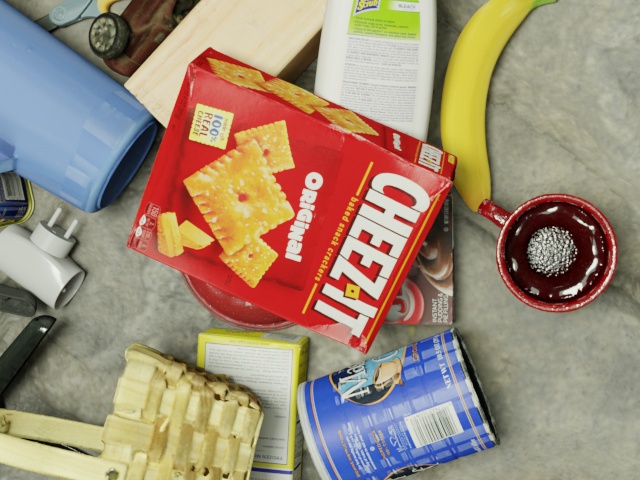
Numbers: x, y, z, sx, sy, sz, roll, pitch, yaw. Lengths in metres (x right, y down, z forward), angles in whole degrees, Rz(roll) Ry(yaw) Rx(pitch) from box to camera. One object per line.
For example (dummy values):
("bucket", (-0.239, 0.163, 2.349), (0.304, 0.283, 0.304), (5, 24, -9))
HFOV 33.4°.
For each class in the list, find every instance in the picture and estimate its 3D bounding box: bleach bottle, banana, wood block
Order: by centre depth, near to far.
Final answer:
("bleach bottle", (0.052, -0.160, 0.834), (0.102, 0.068, 0.251), (2, 119, -13))
("banana", (0.136, -0.126, 0.894), (0.070, 0.037, 0.198), (19, 95, 11))
("wood block", (-0.055, -0.172, 0.898), (0.090, 0.090, 0.206), (45, 97, 2))

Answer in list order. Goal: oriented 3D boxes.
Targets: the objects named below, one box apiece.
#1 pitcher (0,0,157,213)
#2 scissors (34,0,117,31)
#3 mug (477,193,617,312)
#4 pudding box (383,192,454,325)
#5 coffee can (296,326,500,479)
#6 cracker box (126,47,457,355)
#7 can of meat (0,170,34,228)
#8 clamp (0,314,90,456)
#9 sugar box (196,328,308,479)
("pitcher", (-0.271, -0.121, 0.910), (0.243, 0.145, 0.149), (33, 100, 0))
("scissors", (-0.230, -0.224, 0.967), (0.202, 0.016, 0.096), (-7, 89, 10))
("mug", (0.179, 0.003, 0.867), (0.117, 0.081, 0.093), (31, 96, 8))
("pudding box", (0.069, 0.015, 0.909), (0.090, 0.039, 0.113), (0, 92, 10))
("coffee can", (0.064, 0.143, 0.881), (0.140, 0.102, 0.103), (-22, 88, 10))
("cracker box", (-0.025, -0.029, 0.827), (0.213, 0.072, 0.164), (24, 114, 0))
("can of meat", (-0.322, -0.035, 0.954), (0.102, 0.084, 0.057), (-12, 90, 10))
("clamp", (-0.304, 0.150, 0.969), (0.210, 0.036, 0.164), (-5, 106, 13))
("sugar box", (-0.062, 0.169, 0.934), (0.093, 0.048, 0.176), (5, 96, 12))
